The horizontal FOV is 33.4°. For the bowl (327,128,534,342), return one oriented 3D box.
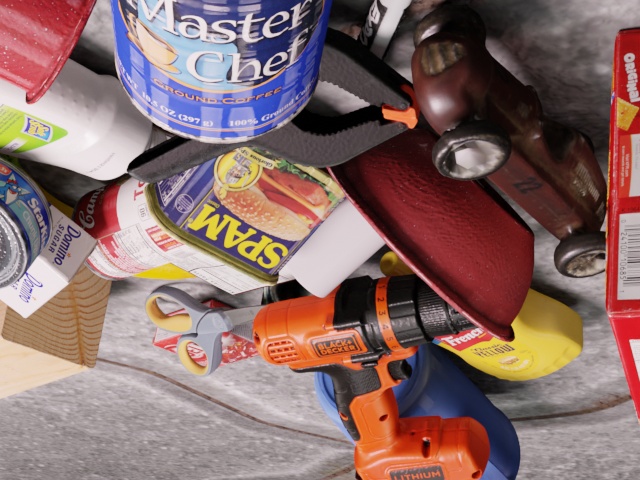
[{"bbox_3d":[0.077,-0.016,0.639,0.055,0.162,0.161,-46,133,12],"label":"bowl"}]

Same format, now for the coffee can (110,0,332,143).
[{"bbox_3d":[-0.042,-0.121,0.464,0.103,0.103,0.140,8,154,-3],"label":"coffee can"}]

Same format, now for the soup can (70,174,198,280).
[{"bbox_3d":[-0.114,-0.016,0.734,0.102,0.068,0.068,-18,145,40],"label":"soup can"}]

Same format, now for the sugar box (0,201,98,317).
[{"bbox_3d":[-0.242,-0.026,0.711,0.176,0.048,0.094,38,145,-17],"label":"sugar box"}]

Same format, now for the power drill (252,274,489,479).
[{"bbox_3d":[0.064,0.103,0.788,0.185,0.057,0.187,-10,126,23],"label":"power drill"}]

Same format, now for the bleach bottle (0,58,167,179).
[{"bbox_3d":[-0.200,-0.089,0.617,0.250,0.068,0.103,23,154,-34],"label":"bleach bottle"}]

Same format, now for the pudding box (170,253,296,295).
[{"bbox_3d":[-0.055,0.001,0.788,0.114,0.039,0.089,-13,150,40],"label":"pudding box"}]

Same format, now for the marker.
[{"bbox_3d":[0.033,-0.115,0.552,0.020,0.020,0.121,11,153,-9],"label":"marker"}]

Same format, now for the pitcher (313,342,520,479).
[{"bbox_3d":[0.097,0.169,0.982,0.149,0.145,0.242,-12,146,22],"label":"pitcher"}]

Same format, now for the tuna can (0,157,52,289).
[{"bbox_3d":[-0.209,-0.011,0.646,0.086,0.033,0.086,9,129,11],"label":"tuna can"}]

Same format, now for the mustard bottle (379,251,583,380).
[{"bbox_3d":[0.114,0.052,0.826,0.096,0.058,0.191,-20,143,40],"label":"mustard bottle"}]

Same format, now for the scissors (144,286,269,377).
[{"bbox_3d":[-0.078,0.081,0.884,0.202,0.016,0.096,7,124,46],"label":"scissors"}]

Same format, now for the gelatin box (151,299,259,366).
[{"bbox_3d":[-0.100,0.088,0.984,0.073,0.030,0.089,28,147,-35],"label":"gelatin box"}]

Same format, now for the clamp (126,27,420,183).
[{"bbox_3d":[-0.034,-0.087,0.567,0.171,0.039,0.120,-3,128,11],"label":"clamp"}]

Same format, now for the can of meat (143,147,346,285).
[{"bbox_3d":[-0.042,-0.032,0.658,0.102,0.057,0.084,29,112,-34],"label":"can of meat"}]

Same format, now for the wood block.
[{"bbox_3d":[-0.282,0.078,0.941,0.090,0.091,0.207,26,148,-36],"label":"wood block"}]

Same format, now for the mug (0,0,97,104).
[{"bbox_3d":[-0.148,-0.128,0.496,0.081,0.093,0.117,26,144,-25],"label":"mug"}]
